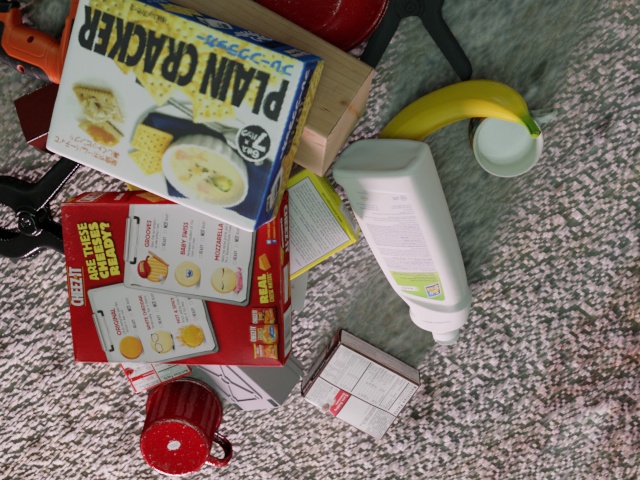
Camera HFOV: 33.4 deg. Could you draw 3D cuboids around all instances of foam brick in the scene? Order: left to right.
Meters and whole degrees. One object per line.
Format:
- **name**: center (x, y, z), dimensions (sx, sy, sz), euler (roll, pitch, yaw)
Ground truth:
- **foam brick**: center (-0.265, -0.130, 1.098), dimensions (0.078, 0.053, 0.051), euler (-24, 75, 12)

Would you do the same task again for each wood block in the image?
- **wood block**: center (-0.062, -0.162, 1.023), dimensions (0.206, 0.091, 0.090), euler (30, 70, 8)

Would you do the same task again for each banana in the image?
- **banana**: center (0.128, -0.123, 1.076), dimensions (0.198, 0.069, 0.037), euler (-8, 159, 40)

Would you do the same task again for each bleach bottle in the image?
- **bleach bottle**: center (0.098, 0.012, 1.135), dimensions (0.103, 0.068, 0.251), euler (5, 132, 33)

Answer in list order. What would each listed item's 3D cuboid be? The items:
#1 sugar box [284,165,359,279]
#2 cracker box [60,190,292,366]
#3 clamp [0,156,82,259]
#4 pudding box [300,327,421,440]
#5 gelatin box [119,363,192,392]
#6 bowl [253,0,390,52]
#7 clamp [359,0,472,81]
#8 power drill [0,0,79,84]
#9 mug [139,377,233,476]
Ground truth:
- **sugar box**: center (-0.057, 0.001, 1.092), dimensions (0.176, 0.048, 0.093), euler (-30, 103, 16)
- **cracker box**: center (-0.136, 0.035, 1.049), dimensions (0.214, 0.072, 0.164), euler (0, 103, 9)
- **clamp**: center (-0.297, -0.017, 1.139), dimensions (0.210, 0.036, 0.164), euler (-10, 109, 22)
- **pudding box**: center (0.046, 0.166, 1.229), dimensions (0.113, 0.039, 0.090), euler (29, 110, -12)
- **gelatin box**: center (-0.196, 0.123, 1.223), dimensions (0.073, 0.030, 0.089), euler (-21, 110, 9)
- **bowl**: center (-0.014, -0.251, 1.031), dimensions (0.162, 0.055, 0.162), euler (5, 111, 14)
- **clamp**: center (0.099, -0.229, 1.064), dimensions (0.120, 0.039, 0.171), euler (2, 114, -6)
- **power drill**: center (-0.291, -0.226, 1.042), dimensions (0.188, 0.057, 0.184), euler (16, 108, 19)
- **mug**: center (-0.153, 0.225, 1.235), dimensions (0.117, 0.081, 0.093), euler (35, 109, -12)
